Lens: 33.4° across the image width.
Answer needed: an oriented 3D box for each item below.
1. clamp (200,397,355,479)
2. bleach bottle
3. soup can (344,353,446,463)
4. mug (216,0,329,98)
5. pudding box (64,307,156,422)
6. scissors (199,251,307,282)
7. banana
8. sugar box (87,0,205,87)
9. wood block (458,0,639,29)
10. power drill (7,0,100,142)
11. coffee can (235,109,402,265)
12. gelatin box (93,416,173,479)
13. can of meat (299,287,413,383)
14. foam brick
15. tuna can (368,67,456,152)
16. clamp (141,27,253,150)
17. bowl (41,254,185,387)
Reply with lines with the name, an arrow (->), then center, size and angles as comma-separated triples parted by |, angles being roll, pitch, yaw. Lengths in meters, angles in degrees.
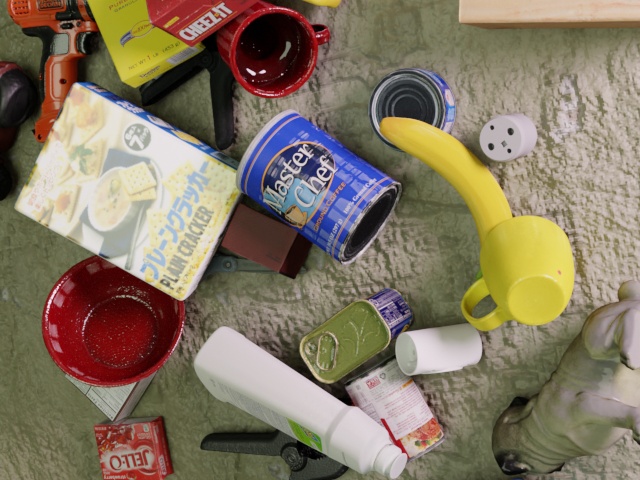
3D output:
clamp -> -0.022, 0.250, 1.197 | 0.210, 0.036, 0.164 | -34, 82, 25
bleach bottle -> -0.016, 0.180, 1.119 | 0.251, 0.102, 0.068 | 26, 70, 32
soup can -> 0.077, 0.179, 1.121 | 0.069, 0.068, 0.102 | -32, 84, 26
mug -> -0.048, -0.205, 1.103 | 0.117, 0.082, 0.093 | -18, 117, -13
pudding box -> -0.246, 0.149, 1.286 | 0.090, 0.039, 0.114 | 40, 114, 14
scissors -> -0.113, 0.009, 1.212 | 0.202, 0.016, 0.096 | -13, 93, 26
banana -> 0.137, -0.052, 1.050 | 0.069, 0.037, 0.198 | -36, 101, -6
sugar box -> -0.202, -0.265, 1.149 | 0.093, 0.048, 0.176 | -26, 84, 10
wood block -> 0.239, -0.239, 0.965 | 0.206, 0.090, 0.090 | 5, 100, 25
power drill -> -0.269, -0.207, 1.229 | 0.185, 0.057, 0.188 | 0, 97, 21
coffee can -> -0.002, -0.055, 1.101 | 0.140, 0.102, 0.103 | 36, 111, 16
gelatin box -> -0.228, 0.255, 1.298 | 0.089, 0.030, 0.073 | -7, 96, 26
can of meat -> 0.040, 0.097, 1.116 | 0.102, 0.083, 0.057 | -38, 82, 25
foam brick -> -0.058, 0.001, 1.157 | 0.078, 0.051, 0.053 | 26, 89, 20
tuna can -> 0.092, -0.132, 1.082 | 0.086, 0.033, 0.086 | 4, 100, 25
clamp -> -0.113, -0.187, 1.168 | 0.120, 0.039, 0.172 | 37, 110, 7
bowl -> -0.233, 0.097, 1.224 | 0.162, 0.055, 0.162 | 0, 67, 0
